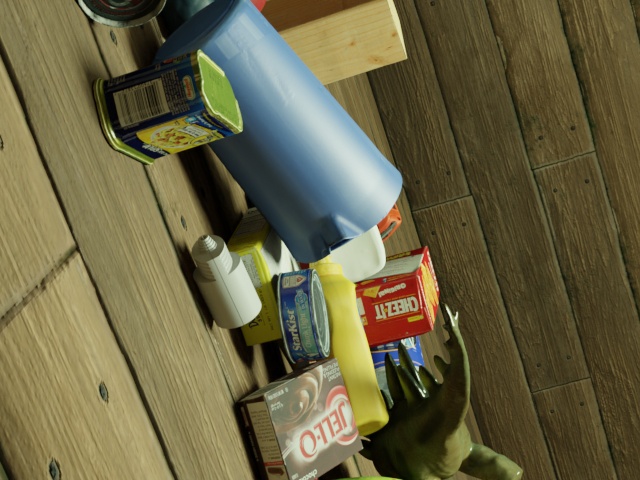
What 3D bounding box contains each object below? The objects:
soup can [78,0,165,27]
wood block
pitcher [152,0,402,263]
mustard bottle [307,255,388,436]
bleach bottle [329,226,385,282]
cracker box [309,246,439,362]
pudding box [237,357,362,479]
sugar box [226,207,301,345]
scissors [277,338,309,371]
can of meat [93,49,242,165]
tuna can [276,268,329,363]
[{"bbox_3d":[-0.158,-0.228,0.841,0.068,0.068,0.102,59,17,-55],"label":"soup can"},{"bbox_3d":[-0.010,-0.248,1.299,0.091,0.206,0.090,-94,164,-48],"label":"wood block"},{"bbox_3d":[-0.042,-0.110,1.006,0.242,0.145,0.149,50,-25,-24],"label":"pitcher"},{"bbox_3d":[0.018,0.099,1.074,0.096,0.058,0.191,108,-30,-69],"label":"mustard bottle"},{"bbox_3d":[0.009,-0.060,1.219,0.251,0.068,0.102,-109,175,-55],"label":"bleach bottle"},{"bbox_3d":[0.050,0.072,1.235,0.213,0.164,0.072,-41,116,-79],"label":"cracker box"},{"bbox_3d":[-0.016,0.165,0.956,0.113,0.039,0.090,-19,93,-50],"label":"pudding box"},{"bbox_3d":[-0.056,0.029,1.064,0.176,0.048,0.093,-79,154,-75],"label":"sugar box"},{"bbox_3d":[-0.022,0.146,1.139,0.096,0.016,0.202,60,-11,29],"label":"scissors"},{"bbox_3d":[-0.115,-0.103,0.830,0.102,0.084,0.057,27,48,-76],"label":"can of meat"},{"bbox_3d":[-0.015,0.070,0.992,0.086,0.034,0.086,-9,90,-83],"label":"tuna can"}]
